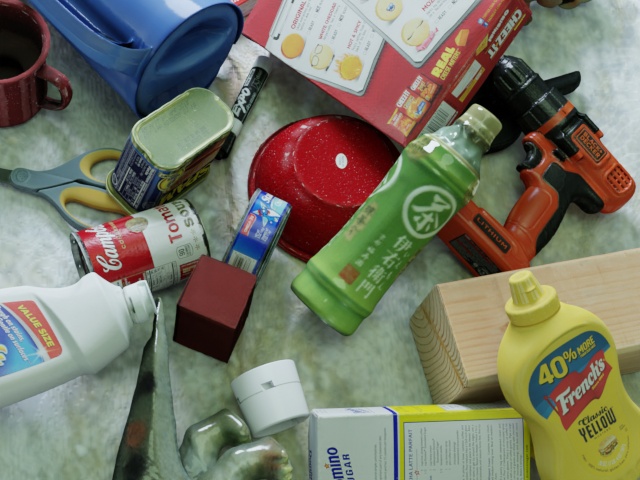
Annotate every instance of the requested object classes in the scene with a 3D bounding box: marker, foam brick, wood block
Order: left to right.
[{"bbox_3d":[-0.087,0.057,0.882,0.051,0.078,0.053,22,62,2],"label":"foam brick"},{"bbox_3d":[-0.074,-0.125,1.008,0.020,0.020,0.121,23,62,1],"label":"marker"},{"bbox_3d":[0.195,0.076,0.921,0.205,0.090,0.091,-9,67,-15],"label":"wood block"}]

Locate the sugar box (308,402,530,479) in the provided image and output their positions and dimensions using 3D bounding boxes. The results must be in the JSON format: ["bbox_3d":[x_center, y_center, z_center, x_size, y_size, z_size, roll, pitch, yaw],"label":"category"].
[{"bbox_3d":[0.079,0.180,0.857,0.176,0.048,0.093,0,89,-9],"label":"sugar box"}]

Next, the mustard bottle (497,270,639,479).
[{"bbox_3d":[0.190,0.109,0.830,0.096,0.058,0.191,-30,107,-13],"label":"mustard bottle"}]

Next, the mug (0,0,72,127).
[{"bbox_3d":[-0.274,-0.149,0.945,0.117,0.082,0.093,21,62,0],"label":"mug"}]

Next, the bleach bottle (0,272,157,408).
[{"bbox_3d":[-0.252,0.077,0.820,0.250,0.068,0.102,-19,71,-7],"label":"bleach bottle"}]

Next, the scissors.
[{"bbox_3d":[-0.248,-0.066,0.947,0.202,0.016,0.096,26,60,2],"label":"scissors"}]

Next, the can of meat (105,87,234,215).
[{"bbox_3d":[-0.129,-0.077,0.925,0.057,0.084,0.102,45,53,4],"label":"can of meat"}]

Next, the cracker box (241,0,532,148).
[{"bbox_3d":[0.057,-0.199,0.976,0.214,0.072,0.164,38,99,24],"label":"cracker box"}]

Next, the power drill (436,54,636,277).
[{"bbox_3d":[0.183,-0.060,0.987,0.184,0.057,0.187,47,68,-1],"label":"power drill"}]

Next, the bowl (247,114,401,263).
[{"bbox_3d":[0.016,-0.058,0.972,0.162,0.055,0.162,4,63,-9],"label":"bowl"}]

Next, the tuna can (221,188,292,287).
[{"bbox_3d":[-0.056,0.001,0.911,0.034,0.086,0.086,25,62,0],"label":"tuna can"}]

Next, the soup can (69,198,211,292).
[{"bbox_3d":[-0.151,0.011,0.898,0.102,0.069,0.068,-19,69,-20],"label":"soup can"}]

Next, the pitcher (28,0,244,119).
[{"bbox_3d":[-0.202,-0.230,0.970,0.243,0.149,0.145,42,73,14],"label":"pitcher"}]

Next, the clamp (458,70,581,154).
[{"bbox_3d":[0.170,-0.151,1.057,0.120,0.039,0.171,42,63,10],"label":"clamp"}]
